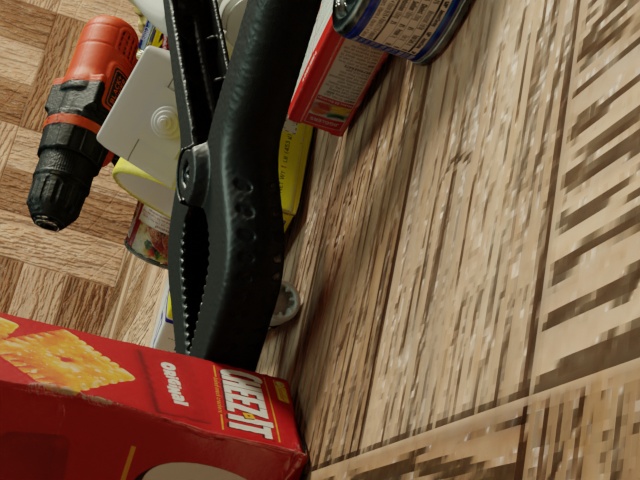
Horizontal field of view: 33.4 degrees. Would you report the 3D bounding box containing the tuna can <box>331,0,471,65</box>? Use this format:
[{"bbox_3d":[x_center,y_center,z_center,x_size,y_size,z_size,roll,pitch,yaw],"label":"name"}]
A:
[{"bbox_3d":[0.034,-0.107,0.373,0.086,0.033,0.086,-164,90,-78],"label":"tuna can"}]

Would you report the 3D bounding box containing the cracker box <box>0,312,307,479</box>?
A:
[{"bbox_3d":[-0.132,0.111,0.393,0.072,0.213,0.164,-115,42,-70],"label":"cracker box"}]

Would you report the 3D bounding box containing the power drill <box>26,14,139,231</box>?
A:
[{"bbox_3d":[-0.154,-0.059,0.864,0.187,0.057,0.184,52,-135,-54],"label":"power drill"}]

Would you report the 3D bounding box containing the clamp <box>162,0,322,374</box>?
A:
[{"bbox_3d":[-0.035,-0.032,0.439,0.165,0.036,0.210,170,102,-66],"label":"clamp"}]

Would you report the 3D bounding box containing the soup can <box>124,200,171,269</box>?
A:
[{"bbox_3d":[-0.101,-0.035,0.808,0.068,0.068,0.102,-112,41,-72],"label":"soup can"}]

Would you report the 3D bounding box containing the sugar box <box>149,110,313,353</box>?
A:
[{"bbox_3d":[-0.054,0.001,0.596,0.176,0.048,0.093,122,163,-46],"label":"sugar box"}]

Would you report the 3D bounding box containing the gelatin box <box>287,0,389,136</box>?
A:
[{"bbox_3d":[0.015,-0.102,0.464,0.073,0.030,0.089,123,160,-57],"label":"gelatin box"}]
